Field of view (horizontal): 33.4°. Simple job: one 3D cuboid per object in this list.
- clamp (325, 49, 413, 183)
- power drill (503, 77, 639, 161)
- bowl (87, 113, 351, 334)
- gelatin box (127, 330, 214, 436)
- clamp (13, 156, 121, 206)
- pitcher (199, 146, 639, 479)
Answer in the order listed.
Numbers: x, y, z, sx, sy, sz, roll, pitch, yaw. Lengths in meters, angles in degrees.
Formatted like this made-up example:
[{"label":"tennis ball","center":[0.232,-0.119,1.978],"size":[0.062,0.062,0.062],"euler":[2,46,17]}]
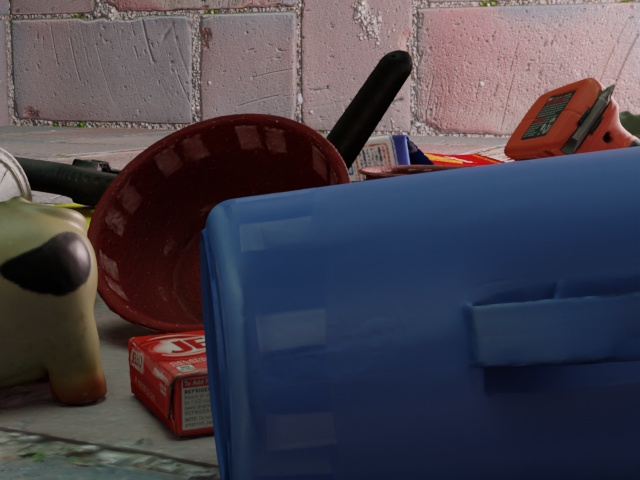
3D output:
[{"label":"clamp","center":[0.008,-0.035,0.840],"size":[0.210,0.164,0.036],"euler":[-36,48,-2]},{"label":"power drill","center":[0.215,-0.027,0.701],"size":[0.187,0.057,0.184],"euler":[34,-4,-6]},{"label":"bowl","center":[-0.054,0.001,0.635],"size":[0.162,0.055,0.162],"euler":[-9,51,11]},{"label":"gelatin box","center":[-0.036,0.060,0.487],"size":[0.089,0.030,0.073],"euler":[-3,9,-23]},{"label":"clamp","center":[-0.193,-0.047,0.846],"size":[0.172,0.039,0.120],"euler":[11,12,43]},{"label":"pitcher","center":[0.084,0.029,0.370],"size":[0.242,0.149,0.145],"euler":[-5,42,-9]}]
